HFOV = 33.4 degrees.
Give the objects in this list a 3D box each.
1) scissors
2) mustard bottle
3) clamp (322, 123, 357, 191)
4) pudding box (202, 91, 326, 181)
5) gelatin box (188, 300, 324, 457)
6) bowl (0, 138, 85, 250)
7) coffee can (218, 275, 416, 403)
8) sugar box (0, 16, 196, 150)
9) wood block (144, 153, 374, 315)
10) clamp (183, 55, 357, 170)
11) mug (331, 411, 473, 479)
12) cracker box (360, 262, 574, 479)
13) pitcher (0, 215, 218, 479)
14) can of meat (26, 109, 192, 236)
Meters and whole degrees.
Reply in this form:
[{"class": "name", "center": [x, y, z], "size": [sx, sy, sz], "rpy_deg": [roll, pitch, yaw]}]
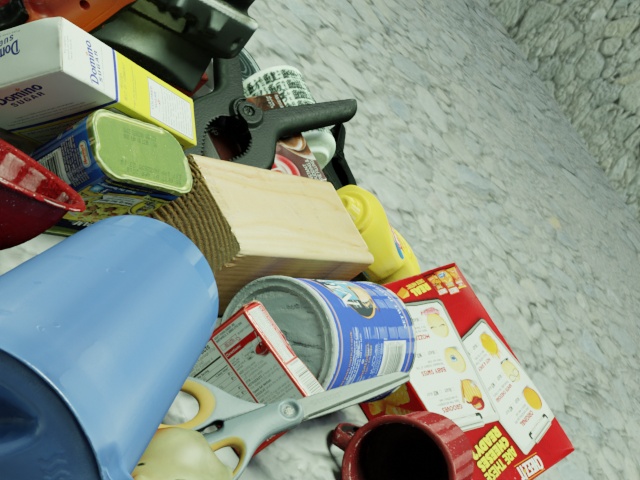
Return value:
[{"class": "scissors", "center": [-0.040, 0.104, 0.707], "size": [0.201, 0.016, 0.096], "rpy_deg": [-29, 68, -33]}, {"class": "mustard bottle", "center": [0.045, -0.003, 1.035], "size": [0.096, 0.058, 0.191], "rpy_deg": [61, 6, 24]}, {"class": "clamp", "center": [-0.001, -0.102, 1.190], "size": [0.120, 0.039, 0.171], "rpy_deg": [32, 30, -36]}, {"class": "pudding box", "center": [-0.059, -0.080, 0.998], "size": [0.089, 0.039, 0.113], "rpy_deg": [-14, 62, -29]}, {"class": "gelatin box", "center": [-0.049, 0.099, 0.756], "size": [0.089, 0.073, 0.030], "rpy_deg": [53, 22, 5]}, {"class": "bowl", "center": [-0.219, -0.038, 0.615], "size": [0.162, 0.055, 0.162], "rpy_deg": [32, 2, -2]}, {"class": "coffee can", "center": [0.000, 0.081, 0.837], "size": [0.140, 0.103, 0.103], "rpy_deg": [7, 49, -60]}, {"class": "sugar box", "center": [-0.169, -0.098, 0.749], "size": [0.176, 0.093, 0.048], "rpy_deg": [32, 49, -65]}, {"class": "wood block", "center": [-0.056, 0.002, 0.866], "size": [0.205, 0.091, 0.090], "rpy_deg": [7, 50, -60]}, {"class": "clamp", "center": [-0.061, -0.106, 0.967], "size": [0.164, 0.036, 0.209], "rpy_deg": [30, 54, -8]}, {"class": "mug", "center": [0.064, 0.177, 0.854], "size": [0.117, 0.093, 0.081], "rpy_deg": [20, 7, 22]}, {"class": "cracker box", "center": [0.114, 0.137, 0.976], "size": [0.163, 0.072, 0.214], "rpy_deg": [-14, 68, -49]}, {"class": "pitcher", "center": [-0.147, 0.064, 0.574], "size": [0.149, 0.145, 0.242], "rpy_deg": [61, 17, -10]}, {"class": "can of meat", "center": [-0.153, -0.044, 0.746], "size": [0.101, 0.084, 0.057], "rpy_deg": [12, 58, -57]}]
